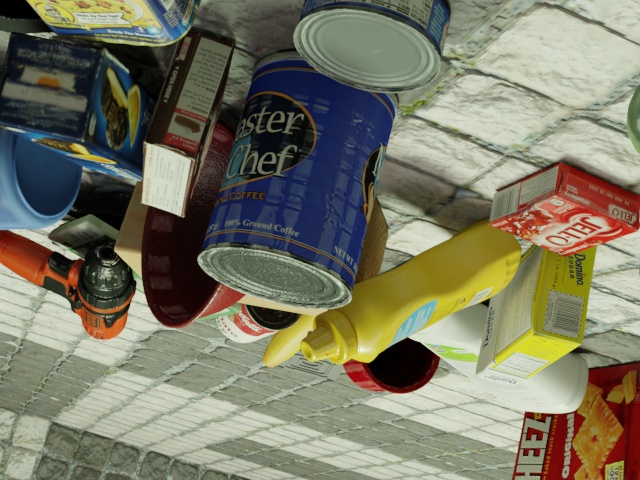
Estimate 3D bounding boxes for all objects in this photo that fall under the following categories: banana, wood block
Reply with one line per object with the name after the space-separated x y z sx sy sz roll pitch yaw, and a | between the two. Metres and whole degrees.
0.002 0.084 1.120 0.037 0.069 0.198 39 145 -19 | banana
-0.056 0.001 0.916 0.206 0.090 0.090 9 159 17 | wood block

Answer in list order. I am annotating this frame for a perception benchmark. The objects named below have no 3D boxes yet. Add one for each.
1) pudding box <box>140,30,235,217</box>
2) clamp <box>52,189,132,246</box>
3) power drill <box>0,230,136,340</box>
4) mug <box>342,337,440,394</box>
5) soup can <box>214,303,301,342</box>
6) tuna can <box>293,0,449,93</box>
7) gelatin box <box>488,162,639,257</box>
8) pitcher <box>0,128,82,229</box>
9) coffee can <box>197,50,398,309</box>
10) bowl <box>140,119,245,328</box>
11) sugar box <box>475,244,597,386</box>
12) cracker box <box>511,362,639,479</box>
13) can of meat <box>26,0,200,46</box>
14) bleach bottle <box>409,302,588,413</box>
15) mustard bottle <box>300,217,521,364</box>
-0.092 -0.078 0.728 0.039 0.090 0.113 16 160 -3 | pudding box
-0.215 -0.027 1.032 0.210 0.036 0.164 7 158 25 | clamp
-0.259 0.014 0.998 0.187 0.057 0.185 31 152 3 | power drill
0.064 0.112 1.154 0.117 0.093 0.082 49 160 -4 | mug
-0.067 0.070 1.143 0.068 0.068 0.102 21 159 -18 | soup can
0.030 -0.120 0.608 0.086 0.033 0.086 13 160 5 | tuna can
0.178 -0.020 0.780 0.073 0.030 0.089 21 160 -19 | gelatin box
-0.325 -0.075 0.868 0.243 0.145 0.149 2 171 22 | pitcher
-0.013 -0.038 0.703 0.103 0.140 0.103 13 160 5 | coffee can
-0.078 -0.009 0.817 0.055 0.162 0.162 13 164 -32 | bowl
0.181 0.062 0.909 0.048 0.093 0.176 15 161 0 | sugar box
0.301 0.224 1.158 0.072 0.164 0.214 24 158 -21 | cracker box
-0.125 -0.153 0.597 0.102 0.057 0.084 9 162 17 | can of meat
0.162 0.101 1.076 0.103 0.068 0.250 -7 149 45 | bleach bottle
0.065 0.048 0.835 0.191 0.058 0.096 -25 165 -30 | mustard bottle
